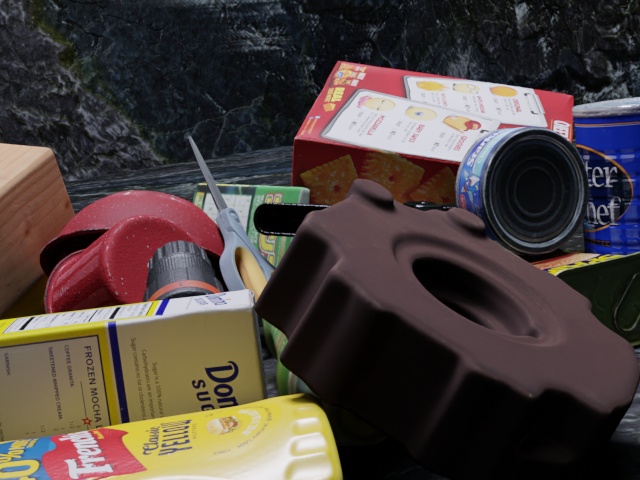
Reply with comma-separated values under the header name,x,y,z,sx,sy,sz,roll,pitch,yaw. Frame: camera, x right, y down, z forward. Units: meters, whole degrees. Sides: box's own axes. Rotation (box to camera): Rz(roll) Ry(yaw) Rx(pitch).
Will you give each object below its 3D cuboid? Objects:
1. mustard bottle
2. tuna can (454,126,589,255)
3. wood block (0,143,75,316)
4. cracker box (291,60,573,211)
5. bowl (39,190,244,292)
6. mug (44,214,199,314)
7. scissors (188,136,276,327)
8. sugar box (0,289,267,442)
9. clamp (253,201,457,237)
name,x,y,z,sx,sy,sz,roll,pitch,yaw
mustard bottle,-0.088,0.105,0.424,0.191,0.058,0.096,-8,14,-5
tuna can,0.134,-0.032,0.706,0.086,0.086,0.034,-10,6,-22
wood block,-0.284,0.014,0.801,0.091,0.090,0.205,7,36,26
cracker box,0.097,-0.076,0.891,0.214,0.072,0.164,10,33,9
bowl,-0.134,0.007,0.835,0.162,0.055,0.162,5,-26,2
mug,-0.120,0.041,0.730,0.082,0.117,0.093,-33,21,46
scissors,-0.055,0.001,0.814,0.016,0.096,0.202,-39,37,15
sugar box,-0.112,0.080,0.494,0.176,0.093,0.048,-6,9,-4
clamp,0.063,-0.010,0.768,0.209,0.036,0.165,-3,11,-29
